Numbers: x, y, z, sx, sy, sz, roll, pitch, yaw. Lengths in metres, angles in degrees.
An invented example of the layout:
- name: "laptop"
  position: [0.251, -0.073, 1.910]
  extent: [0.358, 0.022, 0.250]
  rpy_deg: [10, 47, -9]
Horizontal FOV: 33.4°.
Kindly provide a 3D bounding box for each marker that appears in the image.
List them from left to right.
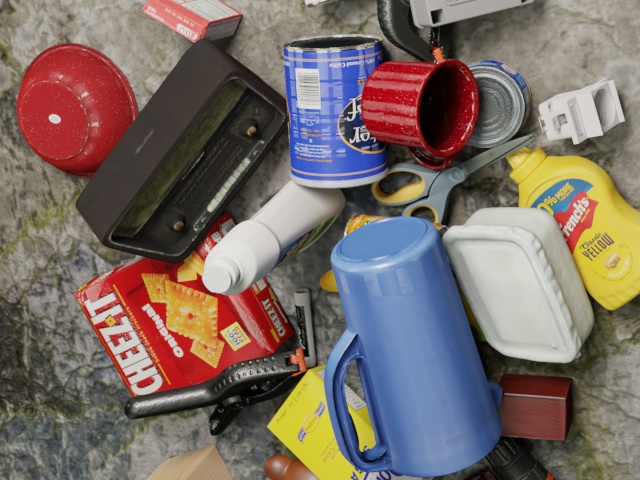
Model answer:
- name: "marker"
  position: [-0.016, 0.115, 1.239]
  extent: [0.020, 0.020, 0.121]
  rpy_deg: [1, 109, 21]

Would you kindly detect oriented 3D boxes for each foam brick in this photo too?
- name: "foam brick"
  position: [0.230, 0.178, 1.147]
  extent: [0.078, 0.053, 0.051]
  rpy_deg: [1, 109, 22]

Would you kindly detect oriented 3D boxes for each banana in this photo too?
- name: "banana"
  position: [0.094, 0.054, 1.165]
  extent: [0.198, 0.037, 0.070]
  rpy_deg: [19, 114, 14]

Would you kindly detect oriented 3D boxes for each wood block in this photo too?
- name: "wood block"
  position: [-0.185, 0.343, 1.281]
  extent: [0.090, 0.205, 0.091]
  rpy_deg: [-22, 100, 27]

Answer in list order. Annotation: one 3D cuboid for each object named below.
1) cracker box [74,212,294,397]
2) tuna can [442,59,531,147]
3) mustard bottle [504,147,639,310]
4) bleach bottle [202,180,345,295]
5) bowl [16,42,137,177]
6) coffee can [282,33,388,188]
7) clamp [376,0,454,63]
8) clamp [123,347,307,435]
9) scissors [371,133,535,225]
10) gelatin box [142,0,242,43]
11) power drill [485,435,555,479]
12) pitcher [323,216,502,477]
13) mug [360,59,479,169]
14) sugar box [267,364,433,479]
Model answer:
- name: "cracker box"
  position: [-0.163, 0.086, 1.257]
  extent: [0.214, 0.072, 0.164]
  rpy_deg: [-24, 98, 27]
- name: "tuna can"
  position: [0.166, -0.137, 1.071]
  extent: [0.086, 0.033, 0.086]
  rpy_deg: [7, 111, 19]
- name: "mustard bottle"
  position: [0.256, -0.027, 1.061]
  extent: [0.191, 0.058, 0.096]
  rpy_deg: [45, 124, 2]
- name: "bleach bottle"
  position: [-0.057, 0.001, 1.085]
  extent: [0.068, 0.250, 0.103]
  rpy_deg: [46, 118, 1]
- name: "bowl"
  position: [-0.295, -0.145, 1.238]
  extent: [0.162, 0.055, 0.162]
  rpy_deg: [7, 110, 19]
- name: "coffee can"
  position: [0.016, -0.134, 1.092]
  extent: [0.103, 0.102, 0.140]
  rpy_deg: [3, 109, 20]
- name: "clamp"
  position: [0.091, -0.255, 1.043]
  extent: [0.120, 0.039, 0.171]
  rpy_deg: [-34, 113, 1]
- name: "clamp"
  position: [-0.109, 0.173, 1.223]
  extent: [0.210, 0.164, 0.036]
  rpy_deg: [-31, 59, 31]
- name: "scissors"
  position: [0.142, -0.051, 1.097]
  extent: [0.202, 0.016, 0.096]
  rpy_deg: [-7, 115, 38]
- name: "gelatin box"
  position: [-0.134, -0.239, 1.121]
  extent: [0.073, 0.089, 0.030]
  rpy_deg: [31, 116, 8]
- name: "power drill"
  position: [0.193, 0.323, 1.149]
  extent: [0.184, 0.187, 0.057]
  rpy_deg: [51, 159, -2]
- name: "pitcher"
  position: [0.083, 0.108, 1.060]
  extent: [0.145, 0.149, 0.243]
  rpy_deg: [-7, 115, 24]
- name: "mug"
  position: [0.098, -0.122, 1.042]
  extent: [0.082, 0.093, 0.117]
  rpy_deg: [15, 137, 45]
- name: "sugar box"
  position: [0.033, 0.230, 1.179]
  extent: [0.176, 0.048, 0.093]
  rpy_deg: [42, 111, 21]
